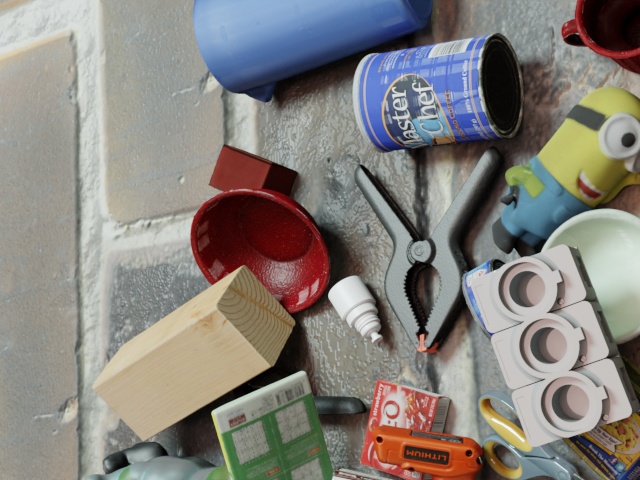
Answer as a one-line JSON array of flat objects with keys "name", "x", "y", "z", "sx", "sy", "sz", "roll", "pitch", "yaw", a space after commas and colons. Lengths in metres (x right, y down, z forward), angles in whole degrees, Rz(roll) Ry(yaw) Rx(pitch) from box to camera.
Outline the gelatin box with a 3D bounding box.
[{"name": "gelatin box", "x": 0.084, "y": 0.192, "z": 1.073, "sx": 0.073, "sy": 0.030, "sz": 0.089, "roll": 12, "pitch": 88, "yaw": 35}]

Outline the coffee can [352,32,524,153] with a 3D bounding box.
[{"name": "coffee can", "x": 0.118, "y": -0.145, "z": 1.063, "sx": 0.141, "sy": 0.102, "sz": 0.103, "roll": -4, "pitch": 80, "yaw": 33}]

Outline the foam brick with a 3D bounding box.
[{"name": "foam brick", "x": -0.077, "y": -0.071, "z": 1.213, "sx": 0.078, "sy": 0.052, "sz": 0.051, "roll": 23, "pitch": 95, "yaw": 36}]

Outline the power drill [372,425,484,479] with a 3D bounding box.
[{"name": "power drill", "x": 0.077, "y": 0.273, "z": 1.008, "sx": 0.184, "sy": 0.057, "sz": 0.188, "roll": 6, "pitch": 91, "yaw": 5}]

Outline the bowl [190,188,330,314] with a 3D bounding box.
[{"name": "bowl", "x": -0.058, "y": 0.001, "z": 1.158, "sx": 0.162, "sy": 0.055, "sz": 0.162, "roll": 11, "pitch": 126, "yaw": 16}]

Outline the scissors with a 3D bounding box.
[{"name": "scissors", "x": 0.212, "y": 0.217, "z": 0.962, "sx": 0.202, "sy": 0.016, "sz": 0.096, "roll": 45, "pitch": 142, "yaw": 32}]

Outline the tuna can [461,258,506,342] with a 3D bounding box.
[{"name": "tuna can", "x": 0.171, "y": 0.060, "z": 1.003, "sx": 0.034, "sy": 0.086, "sz": 0.086, "roll": -32, "pitch": 65, "yaw": 24}]

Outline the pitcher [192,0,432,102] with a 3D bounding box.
[{"name": "pitcher", "x": -0.011, "y": -0.259, "z": 1.151, "sx": 0.243, "sy": 0.149, "sz": 0.145, "roll": -12, "pitch": 64, "yaw": 29}]

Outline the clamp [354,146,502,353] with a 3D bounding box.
[{"name": "clamp", "x": 0.100, "y": 0.008, "z": 1.089, "sx": 0.165, "sy": 0.036, "sz": 0.210, "roll": 3, "pitch": 84, "yaw": 34}]

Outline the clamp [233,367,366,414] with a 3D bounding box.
[{"name": "clamp", "x": -0.026, "y": 0.182, "z": 1.145, "sx": 0.172, "sy": 0.039, "sz": 0.120, "roll": 40, "pitch": 104, "yaw": 28}]

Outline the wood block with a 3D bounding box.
[{"name": "wood block", "x": -0.140, "y": 0.126, "z": 1.173, "sx": 0.206, "sy": 0.090, "sz": 0.091, "roll": -33, "pitch": 104, "yaw": 30}]
